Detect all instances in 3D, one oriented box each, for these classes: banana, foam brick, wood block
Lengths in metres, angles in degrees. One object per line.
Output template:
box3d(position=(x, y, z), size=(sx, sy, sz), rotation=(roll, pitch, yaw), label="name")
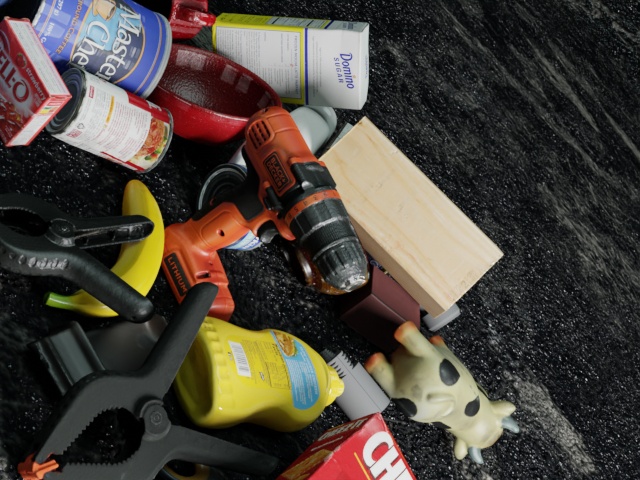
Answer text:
box3d(position=(-0.172, 0.012, 0.938), size=(0.069, 0.037, 0.197), rotation=(45, 30, -15), label="banana")
box3d(position=(0.065, 0.076, 1.181), size=(0.078, 0.053, 0.051), rotation=(38, 32, -24), label="foam brick")
box3d(position=(0.087, -0.023, 1.153), size=(0.206, 0.090, 0.091), rotation=(46, -7, 6), label="wood block")

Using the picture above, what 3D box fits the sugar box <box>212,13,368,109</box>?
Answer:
box3d(position=(-0.034, -0.205, 1.213), size=(0.176, 0.093, 0.048), rotation=(6, 28, 11), label="sugar box")

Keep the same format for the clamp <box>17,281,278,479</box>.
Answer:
box3d(position=(-0.133, 0.125, 0.811), size=(0.209, 0.036, 0.164), rotation=(-11, 85, -41), label="clamp")

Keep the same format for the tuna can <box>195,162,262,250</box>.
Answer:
box3d(position=(-0.084, -0.034, 1.061), size=(0.033, 0.086, 0.086), rotation=(7, 52, -49), label="tuna can")

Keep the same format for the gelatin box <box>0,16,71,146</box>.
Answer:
box3d(position=(-0.267, -0.139, 0.935), size=(0.030, 0.073, 0.089), rotation=(-13, 68, -57), label="gelatin box")

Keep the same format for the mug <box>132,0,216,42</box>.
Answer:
box3d(position=(-0.167, -0.257, 1.174), size=(0.117, 0.093, 0.081), rotation=(19, 14, 23), label="mug")

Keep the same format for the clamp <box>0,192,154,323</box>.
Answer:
box3d(position=(-0.206, 0.010, 0.857), size=(0.171, 0.039, 0.120), rotation=(10, 34, -28), label="clamp")

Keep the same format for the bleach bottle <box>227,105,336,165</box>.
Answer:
box3d(position=(-0.031, -0.108, 1.198), size=(0.068, 0.103, 0.250), rotation=(41, 30, -2), label="bleach bottle")

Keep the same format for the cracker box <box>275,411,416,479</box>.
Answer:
box3d(position=(0.019, 0.259, 0.862), size=(0.213, 0.072, 0.164), rotation=(-31, 93, -56), label="cracker box")

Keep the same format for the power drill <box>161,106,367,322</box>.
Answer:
box3d(position=(-0.056, 0.001, 0.959), size=(0.057, 0.188, 0.184), rotation=(6, 51, -53), label="power drill")

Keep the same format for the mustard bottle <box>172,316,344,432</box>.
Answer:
box3d(position=(-0.046, 0.125, 0.967), size=(0.191, 0.058, 0.096), rotation=(15, 45, -46), label="mustard bottle")

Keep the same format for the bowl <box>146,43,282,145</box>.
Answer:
box3d(position=(-0.125, -0.147, 1.129), size=(0.162, 0.055, 0.162), rotation=(19, 28, -11), label="bowl")

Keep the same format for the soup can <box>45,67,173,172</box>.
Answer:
box3d(position=(-0.200, -0.112, 1.005), size=(0.102, 0.069, 0.068), rotation=(23, 40, -40), label="soup can")

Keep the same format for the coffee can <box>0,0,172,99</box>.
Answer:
box3d(position=(-0.229, -0.199, 1.024), size=(0.140, 0.103, 0.103), rotation=(22, 41, -41), label="coffee can")
